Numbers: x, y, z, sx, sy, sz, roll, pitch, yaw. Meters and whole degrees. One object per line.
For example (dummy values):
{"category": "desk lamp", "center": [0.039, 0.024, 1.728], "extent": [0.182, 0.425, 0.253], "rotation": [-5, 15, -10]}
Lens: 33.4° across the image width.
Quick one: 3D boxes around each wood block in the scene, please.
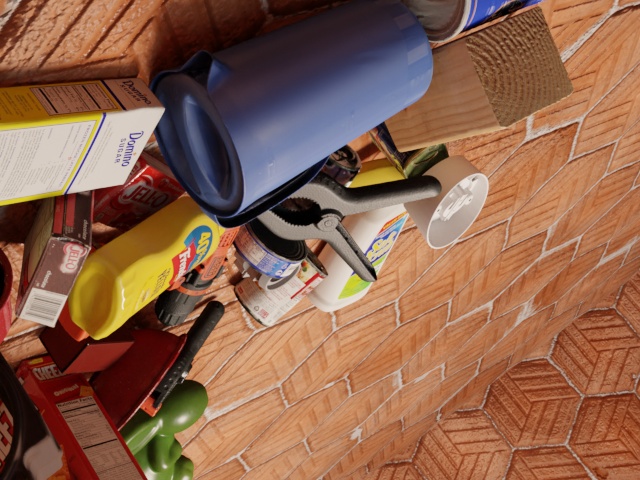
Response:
{"category": "wood block", "center": [0.141, -0.153, 1.054], "extent": [0.090, 0.090, 0.206], "rotation": [-27, -172, -21]}

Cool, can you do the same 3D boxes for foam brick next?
{"category": "foam brick", "center": [-0.248, 0.105, 1.138], "extent": [0.051, 0.053, 0.078], "rotation": [-47, 158, 20]}

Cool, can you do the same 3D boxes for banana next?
{"category": "banana", "center": [0.055, -0.060, 1.274], "extent": [0.197, 0.037, 0.069], "rotation": [-12, 108, -15]}

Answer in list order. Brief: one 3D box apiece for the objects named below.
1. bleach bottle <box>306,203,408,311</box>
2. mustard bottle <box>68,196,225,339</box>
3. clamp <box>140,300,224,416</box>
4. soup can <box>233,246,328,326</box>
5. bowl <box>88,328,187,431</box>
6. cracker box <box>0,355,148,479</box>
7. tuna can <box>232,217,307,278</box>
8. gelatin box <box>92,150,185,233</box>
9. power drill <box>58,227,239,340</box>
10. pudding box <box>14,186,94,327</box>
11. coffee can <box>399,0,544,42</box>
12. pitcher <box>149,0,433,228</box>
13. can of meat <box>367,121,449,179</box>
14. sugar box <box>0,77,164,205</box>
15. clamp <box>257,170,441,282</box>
{"category": "bleach bottle", "center": [0.062, -0.016, 1.393], "extent": [0.102, 0.068, 0.251], "rotation": [-21, 151, -40]}
{"category": "mustard bottle", "center": [-0.147, 0.010, 0.986], "extent": [0.191, 0.058, 0.096], "rotation": [-41, 163, -48]}
{"category": "clamp", "center": [-0.171, 0.145, 1.302], "extent": [0.120, 0.039, 0.171], "rotation": [-62, 180, 28]}
{"category": "soup can", "center": [-0.050, 0.051, 1.334], "extent": [0.102, 0.068, 0.068], "rotation": [-41, 159, 8]}
{"category": "bowl", "center": [-0.224, 0.155, 1.224], "extent": [0.162, 0.055, 0.162], "rotation": [-49, -171, 11]}
{"category": "cracker box", "center": [-0.285, 0.256, 1.164], "extent": [0.071, 0.214, 0.164], "rotation": [-7, 143, -51]}
{"category": "tuna can", "center": [-0.058, 0.001, 1.193], "extent": [0.034, 0.086, 0.085], "rotation": [-48, 158, 27]}
{"category": "gelatin box", "center": [-0.173, -0.043, 0.987], "extent": [0.073, 0.030, 0.089], "rotation": [-41, 160, 6]}
{"category": "power drill", "center": [-0.183, 0.042, 1.115], "extent": [0.187, 0.057, 0.185], "rotation": [-20, 149, -46]}
{"category": "pudding box", "center": [-0.226, 0.004, 0.912], "extent": [0.039, 0.090, 0.114], "rotation": [17, 132, -23]}
{"category": "coffee can", "center": [0.146, -0.252, 0.981], "extent": [0.140, 0.103, 0.103], "rotation": [-26, 156, -30]}
{"category": "pitcher", "center": [-0.020, -0.121, 0.946], "extent": [0.242, 0.145, 0.149], "rotation": [-30, -175, -29]}
{"category": "can of meat", "center": [0.098, -0.112, 1.215], "extent": [0.057, 0.084, 0.102], "rotation": [-38, 159, 0]}
{"category": "sugar box", "center": [-0.214, -0.077, 0.832], "extent": [0.175, 0.048, 0.093], "rotation": [-18, 151, -51]}
{"category": "clamp", "center": [0.017, -0.037, 1.157], "extent": [0.209, 0.036, 0.165], "rotation": [20, 128, -26]}
